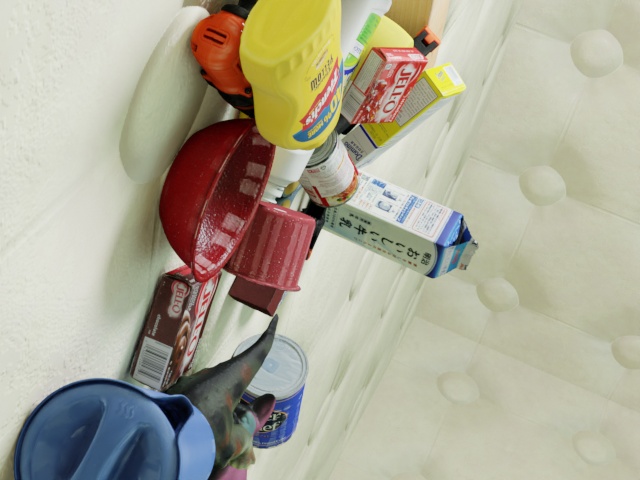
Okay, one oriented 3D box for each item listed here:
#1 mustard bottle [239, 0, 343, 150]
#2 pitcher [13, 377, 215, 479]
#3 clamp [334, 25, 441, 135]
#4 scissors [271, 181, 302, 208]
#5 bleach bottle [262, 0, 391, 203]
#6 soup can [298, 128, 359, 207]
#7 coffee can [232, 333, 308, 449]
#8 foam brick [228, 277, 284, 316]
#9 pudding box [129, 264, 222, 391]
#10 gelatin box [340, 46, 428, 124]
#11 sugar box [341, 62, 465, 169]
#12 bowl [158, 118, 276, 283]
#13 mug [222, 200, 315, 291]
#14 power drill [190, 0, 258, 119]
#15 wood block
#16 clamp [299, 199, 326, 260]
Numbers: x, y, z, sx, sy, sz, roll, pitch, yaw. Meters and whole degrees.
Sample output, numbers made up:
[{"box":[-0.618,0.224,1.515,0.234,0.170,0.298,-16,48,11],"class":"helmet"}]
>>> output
[{"box":[-0.017,-0.129,0.876,0.096,0.058,0.191,-57,164,-20],"class":"mustard bottle"},{"box":[-0.174,0.195,0.937,0.243,0.149,0.145,64,35,-80],"class":"pitcher"},{"box":[0.067,-0.186,1.335,0.210,0.036,0.164,-42,-179,18],"class":"clamp"},{"box":[-0.032,-0.060,1.348,0.096,0.016,0.201,-66,169,6],"class":"scissors"},{"box":[-0.008,-0.159,1.141,0.251,0.068,0.102,-66,170,7],"class":"bleach bottle"},{"box":[0.001,-0.091,1.247,0.068,0.069,0.102,-64,154,-16],"class":"soup can"},{"box":[-0.074,0.208,1.466,0.140,0.103,0.102,100,17,-50],"class":"coffee can"},{"box":[-0.068,0.045,1.291,0.078,0.053,0.051,-64,169,-11],"class":"foam brick"},{"box":[-0.140,0.081,1.049,0.090,0.039,0.113,-28,140,-74],"class":"pudding box"},{"box":[0.070,-0.171,1.176,0.073,0.030,0.089,-9,139,-46],"class":"gelatin box"},{"box":[0.097,-0.155,1.363,0.176,0.048,0.093,-35,176,30],"class":"sugar box"},{"box":[-0.097,-0.046,0.949,0.162,0.055,0.162,24,89,-79],"class":"bowl"},{"box":[-0.058,0.001,1.190,0.117,0.093,0.081,-147,-107,-70],"class":"mug"},{"box":[-0.037,-0.202,0.914,0.184,0.057,0.187,47,67,-78],"class":"power drill"},{"box":[0.108,-0.285,1.358,0.206,0.091,0.090,95,20,-57],"class":"wood block"},{"box":[-0.009,-0.035,1.434,0.120,0.039,0.171,-52,172,-24],"class":"clamp"}]
